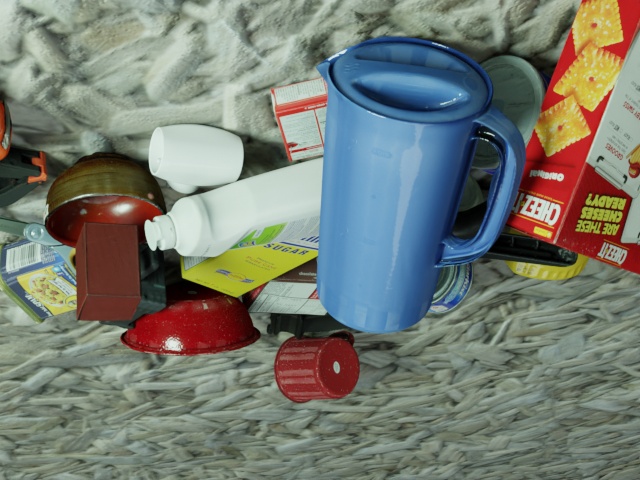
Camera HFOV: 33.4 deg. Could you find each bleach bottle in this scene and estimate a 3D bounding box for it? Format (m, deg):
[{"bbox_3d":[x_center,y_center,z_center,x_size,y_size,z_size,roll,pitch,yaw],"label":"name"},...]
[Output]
[{"bbox_3d":[-0.039,-0.033,1.001,0.250,0.068,0.103,-13,161,-25],"label":"bleach bottle"}]

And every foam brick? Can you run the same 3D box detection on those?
[{"bbox_3d":[-0.195,0.029,0.979,0.051,0.078,0.053,4,150,-22],"label":"foam brick"}]

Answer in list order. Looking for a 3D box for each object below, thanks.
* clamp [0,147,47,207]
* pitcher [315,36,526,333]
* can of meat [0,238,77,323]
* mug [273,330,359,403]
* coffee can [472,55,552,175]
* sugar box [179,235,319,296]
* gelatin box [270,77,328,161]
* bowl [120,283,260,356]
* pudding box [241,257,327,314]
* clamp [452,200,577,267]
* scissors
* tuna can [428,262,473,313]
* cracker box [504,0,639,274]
[{"bbox_3d":[-0.334,-0.046,0.972,0.171,0.039,0.120,-5,155,-10],"label":"clamp"},{"bbox_3d":[0.069,-0.036,0.907,0.144,0.149,0.243,-5,130,-14],"label":"pitcher"},{"bbox_3d":[-0.279,0.035,1.120,0.084,0.057,0.102,-17,142,10],"label":"can of meat"},{"bbox_3d":[0.005,0.164,1.433,0.082,0.117,0.093,-10,118,49],"label":"mug"},{"bbox_3d":[0.197,-0.097,0.974,0.103,0.103,0.140,-30,147,36],"label":"coffee can"},{"bbox_3d":[-0.058,0.002,1.150,0.176,0.048,0.093,-25,149,31],"label":"sugar box"},{"bbox_3d":[-0.001,-0.111,0.963,0.073,0.030,0.089,-12,153,3],"label":"gelatin box"},{"bbox_3d":[-0.149,0.085,1.226,0.162,0.055,0.162,0,-170,0],"label":"bowl"},{"bbox_3d":[-0.028,0.054,1.273,0.113,0.039,0.090,5,151,-23],"label":"pudding box"},{"bbox_3d":[0.141,0.000,1.034,0.210,0.036,0.164,-10,152,28],"label":"clamp"},{"bbox_3d":[-0.264,-0.021,1.053,0.201,0.096,0.016,33,173,-17],"label":"scissors"},{"bbox_3d":[0.133,0.040,1.244,0.086,0.086,0.033,-27,147,31],"label":"tuna can"},{"bbox_3d":[0.256,-0.090,0.907,0.163,0.214,0.072,16,-173,-42],"label":"cracker box"}]
